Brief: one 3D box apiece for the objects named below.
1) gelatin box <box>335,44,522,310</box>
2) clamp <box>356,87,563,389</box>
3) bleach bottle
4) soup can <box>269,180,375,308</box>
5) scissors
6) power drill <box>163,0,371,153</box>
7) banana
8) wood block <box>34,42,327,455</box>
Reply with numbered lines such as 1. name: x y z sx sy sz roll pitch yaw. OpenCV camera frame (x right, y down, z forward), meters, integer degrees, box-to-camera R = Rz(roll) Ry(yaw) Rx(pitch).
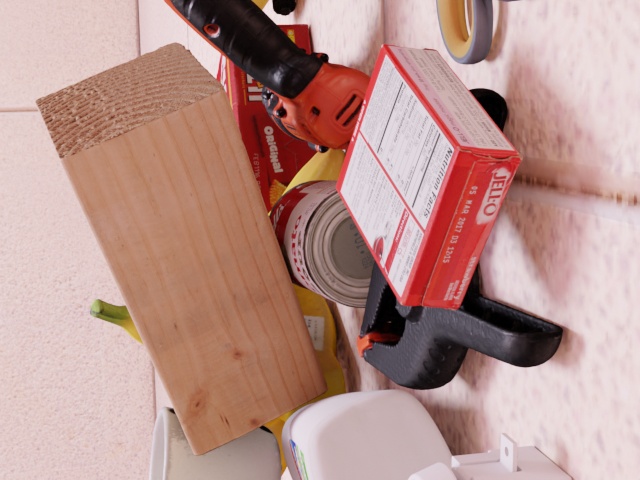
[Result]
1. gelatin box: 0.041 -0.027 0.433 0.089 0.030 0.073 -117 36 -49
2. clamp: 0.057 0.028 0.482 0.172 0.039 0.120 110 158 -54
3. bleach bottle: 0.019 0.140 0.612 0.251 0.068 0.102 124 123 -77
4. soup can: 0.011 0.000 0.606 0.102 0.068 0.068 -164 72 -76
5. scissors: 0.057 -0.161 0.488 0.096 0.016 0.202 100 162 -45
6. power drill: -0.054 -0.128 0.648 0.057 0.187 0.184 -53 17 -1
7. banana: -0.053 0.015 0.707 0.037 0.197 0.069 41 161 39
8. wood block: -0.075 0.007 0.608 0.091 0.090 0.206 49 160 56
